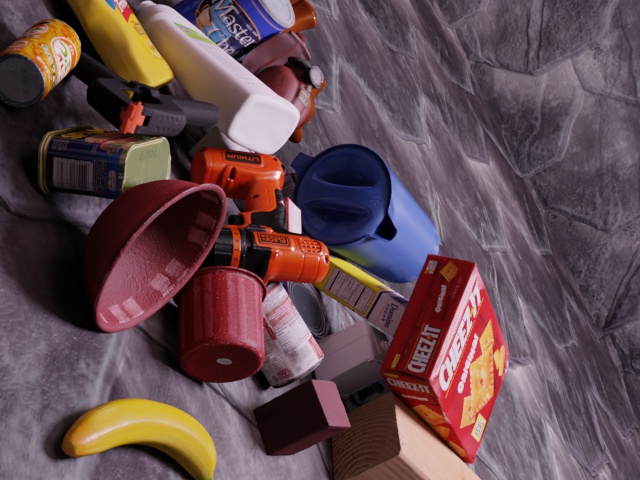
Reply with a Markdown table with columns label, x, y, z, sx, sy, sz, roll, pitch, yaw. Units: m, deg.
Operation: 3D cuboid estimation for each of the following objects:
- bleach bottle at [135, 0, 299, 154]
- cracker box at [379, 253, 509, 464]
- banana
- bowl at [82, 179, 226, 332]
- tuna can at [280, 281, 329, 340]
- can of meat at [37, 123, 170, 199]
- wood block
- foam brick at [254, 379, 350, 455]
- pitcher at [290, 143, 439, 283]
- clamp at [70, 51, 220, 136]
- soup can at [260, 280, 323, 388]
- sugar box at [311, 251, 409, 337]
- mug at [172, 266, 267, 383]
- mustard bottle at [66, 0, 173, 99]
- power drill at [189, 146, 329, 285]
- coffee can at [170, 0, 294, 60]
| label | x | y | z | sx | sy | sz | roll | pitch | yaw |
| --- | --- | --- | --- | --- | --- | --- | --- | --- | --- |
| bleach bottle | -0.135 | -0.201 | 1.236 | 0.251 | 0.068 | 0.102 | 46 | 17 | 33 |
| cracker box | 0.157 | 0.145 | 1.277 | 0.164 | 0.072 | 0.213 | -65 | 148 | -28 |
| banana | -0.141 | 0.165 | 0.887 | 0.197 | 0.037 | 0.069 | 35 | 32 | -49 |
| bowl | -0.156 | 0.002 | 0.937 | 0.055 | 0.162 | 0.162 | 38 | 15 | 17 |
| tuna can | -0.027 | 0.082 | 1.261 | 0.086 | 0.034 | 0.086 | 48 | 24 | -31 |
| can of meat | -0.194 | -0.070 | 0.971 | 0.102 | 0.084 | 0.057 | -35 | 131 | -69 |
| wood block | 0.107 | 0.280 | 1.246 | 0.206 | 0.090 | 0.091 | 47 | 24 | -34 |
| foam brick | -0.019 | 0.182 | 1.094 | 0.051 | 0.078 | 0.053 | 18 | 47 | -59 |
| pitcher | 0.063 | -0.030 | 1.401 | 0.242 | 0.145 | 0.149 | 36 | 47 | -61 |
| clamp | -0.183 | -0.137 | 1.024 | 0.164 | 0.036 | 0.210 | 21 | 13 | -4 |
| soup can | -0.049 | 0.098 | 1.142 | 0.102 | 0.069 | 0.068 | 59 | 21 | -7 |
| sugar box | 0.050 | 0.064 | 1.321 | 0.176 | 0.048 | 0.093 | 28 | 4 | 29 |
| mug | -0.096 | 0.091 | 1.034 | 0.117 | 0.093 | 0.081 | 95 | -9 | -53 |
| mustard bottle | -0.234 | -0.244 | 1.158 | 0.191 | 0.058 | 0.096 | 58 | 12 | -6 |
| power drill | -0.094 | -0.026 | 1.147 | 0.184 | 0.057 | 0.188 | 8 | 37 | -20 |
| coffee can | -0.118 | -0.283 | 1.360 | 0.102 | 0.140 | 0.103 | 48 | 24 | -31 |
